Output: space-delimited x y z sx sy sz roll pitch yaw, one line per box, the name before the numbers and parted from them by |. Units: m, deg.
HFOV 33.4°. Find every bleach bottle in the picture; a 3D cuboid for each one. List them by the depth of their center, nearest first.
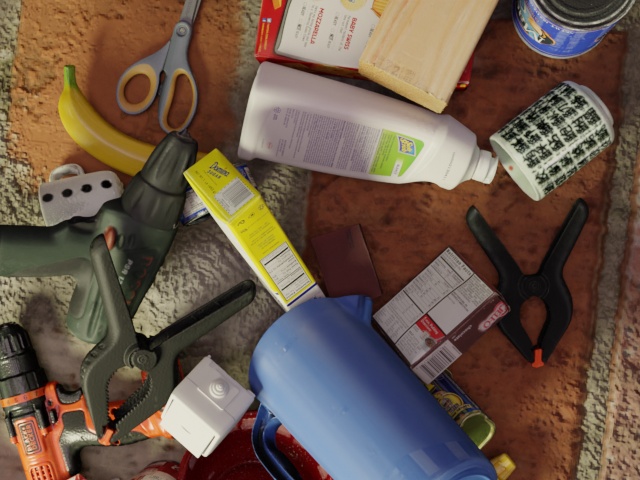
bleach bottle | 0.050 -0.098 1.061 0.251 0.068 0.103 16 135 -1

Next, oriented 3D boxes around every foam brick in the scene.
foam brick | 0.027 0.026 1.075 0.053 0.051 0.078 -17 88 4

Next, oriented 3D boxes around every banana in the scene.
banana | -0.196 -0.102 1.096 0.198 0.037 0.070 32 115 2

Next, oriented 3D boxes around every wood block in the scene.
wood block | 0.120 -0.232 0.979 0.090 0.091 0.206 27 91 2

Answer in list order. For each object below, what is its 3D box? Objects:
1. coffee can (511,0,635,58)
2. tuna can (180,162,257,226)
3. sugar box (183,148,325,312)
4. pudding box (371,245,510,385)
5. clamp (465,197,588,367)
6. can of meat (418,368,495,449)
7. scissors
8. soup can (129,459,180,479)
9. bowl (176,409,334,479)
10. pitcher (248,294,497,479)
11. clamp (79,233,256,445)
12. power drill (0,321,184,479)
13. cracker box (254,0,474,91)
coffee can | 0.240 -0.236 1.013 0.103 0.140 0.103 0 90 5
tuna can | -0.106 -0.046 1.070 0.086 0.086 0.034 -25 89 4
sugar box | -0.056 0.001 1.013 0.048 0.176 0.093 -39 47 -4
pudding box | 0.116 0.072 1.049 0.113 0.090 0.039 -41 131 2
clamp | 0.220 0.037 1.065 0.120 0.039 0.171 -12 94 9
can of meat | 0.108 0.183 1.043 0.102 0.057 0.084 -47 42 3
scissors | -0.162 -0.211 1.111 0.096 0.016 0.202 2 90 5
soup can | -0.166 0.262 1.065 0.068 0.102 0.068 0 89 5
bowl | -0.063 0.253 1.059 0.162 0.055 0.162 5 58 -8
pitcher | 0.041 0.177 0.975 0.144 0.243 0.149 -19 130 -26
clamp | -0.178 0.097 1.015 0.164 0.036 0.210 26 104 -23
power drill | -0.236 0.155 1.096 0.188 0.057 0.184 -16 92 7
cracker box | 0.052 -0.244 1.065 0.214 0.072 0.164 8 91 4
